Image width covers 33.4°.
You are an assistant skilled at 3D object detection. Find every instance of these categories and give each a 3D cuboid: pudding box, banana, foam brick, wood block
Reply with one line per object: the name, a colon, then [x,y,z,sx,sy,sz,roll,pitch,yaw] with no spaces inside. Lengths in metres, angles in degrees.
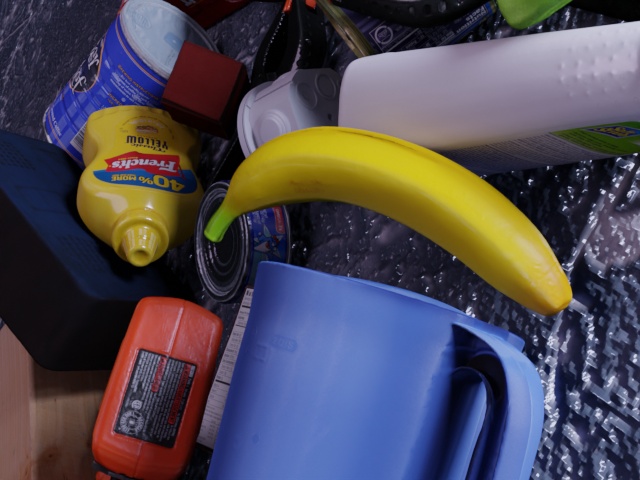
pudding box: [-0.029,0.087,0.660,0.090,0.039,0.113,5,71,58]
banana: [0.030,-0.017,0.519,0.198,0.037,0.070,12,110,30]
foam brick: [-0.089,-0.116,0.841,0.078,0.053,0.051,112,179,-86]
wood block: [-0.205,0.150,0.828,0.091,0.090,0.206,-50,35,23]

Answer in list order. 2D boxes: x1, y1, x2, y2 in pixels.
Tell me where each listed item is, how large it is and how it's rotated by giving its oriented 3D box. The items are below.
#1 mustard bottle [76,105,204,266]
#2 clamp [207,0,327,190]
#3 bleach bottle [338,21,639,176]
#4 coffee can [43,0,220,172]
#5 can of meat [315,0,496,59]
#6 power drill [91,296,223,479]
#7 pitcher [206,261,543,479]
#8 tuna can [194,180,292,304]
mustard bottle: [-0.139,-0.039,0.826,0.191,0.096,0.058,-103,26,-56]
clamp: [-0.038,-0.101,0.801,0.120,0.039,0.171,-9,62,50]
bleach bottle: [0.125,-0.067,0.497,0.251,0.102,0.068,-1,86,49]
coffee can: [-0.167,-0.130,0.946,0.140,0.102,0.103,-43,38,32]
can of meat: [0.051,-0.149,0.663,0.084,0.057,0.102,-37,37,5]
power drill: [-0.104,0.101,0.685,0.188,0.057,0.184,116,167,-65]
pitcher: [0.007,0.139,0.492,0.149,0.145,0.243,51,-125,-79]
tuna can: [-0.055,0.001,0.732,0.086,0.033,0.086,2,92,59]
